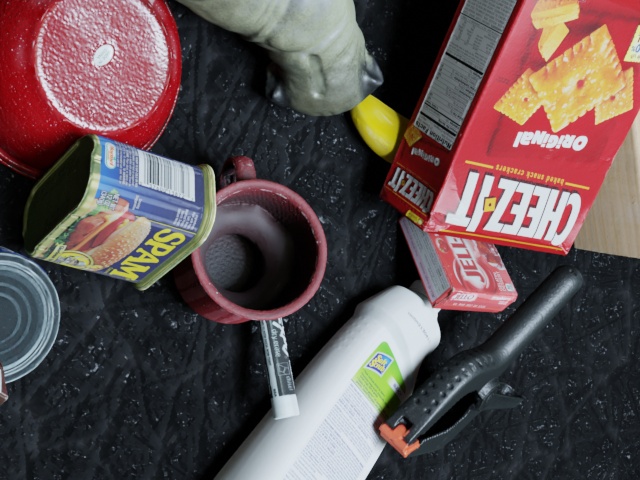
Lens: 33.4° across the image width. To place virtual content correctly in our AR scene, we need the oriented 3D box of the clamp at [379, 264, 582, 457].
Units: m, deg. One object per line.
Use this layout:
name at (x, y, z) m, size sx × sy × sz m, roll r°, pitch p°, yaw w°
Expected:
clamp at (0.129, 0.106, 0.855) m, size 0.209 × 0.036 × 0.165 m, roll -21°, pitch 140°, yaw -44°

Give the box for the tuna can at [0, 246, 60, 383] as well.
tuna can at (-0.206, 0.046, 0.662) m, size 0.085 × 0.034 × 0.086 m, roll -6°, pitch 101°, yaw -35°

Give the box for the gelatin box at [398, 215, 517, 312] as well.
gelatin box at (0.111, 0.014, 0.861) m, size 0.073 × 0.030 × 0.089 m, roll 7°, pitch 49°, yaw -36°

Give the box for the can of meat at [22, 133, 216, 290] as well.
can of meat at (-0.128, -0.018, 0.669) m, size 0.083 × 0.102 × 0.057 m, roll 17°, pitch 54°, yaw -34°

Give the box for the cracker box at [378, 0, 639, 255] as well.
cracker box at (0.162, -0.102, 0.812) m, size 0.163 × 0.072 × 0.214 m, roll 8°, pitch 112°, yaw -35°

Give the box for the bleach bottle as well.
bleach bottle at (0.023, 0.131, 0.828) m, size 0.250 × 0.068 × 0.102 m, roll -49°, pitch 126°, yaw -23°

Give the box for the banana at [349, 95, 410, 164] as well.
banana at (0.094, -0.086, 0.859) m, size 0.197 × 0.037 × 0.069 m, roll 11°, pitch 93°, yaw -37°

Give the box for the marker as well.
marker at (-0.035, 0.069, 0.777) m, size 0.020 × 0.020 × 0.121 m, roll -3°, pitch 78°, yaw -36°

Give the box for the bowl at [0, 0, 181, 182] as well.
bowl at (-0.146, -0.113, 0.668) m, size 0.161 × 0.055 × 0.162 m, roll -6°, pitch 100°, yaw -36°

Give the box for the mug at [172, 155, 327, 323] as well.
mug at (-0.055, 0.001, 0.727) m, size 0.093 × 0.082 × 0.117 m, roll -5°, pitch 81°, yaw -22°
